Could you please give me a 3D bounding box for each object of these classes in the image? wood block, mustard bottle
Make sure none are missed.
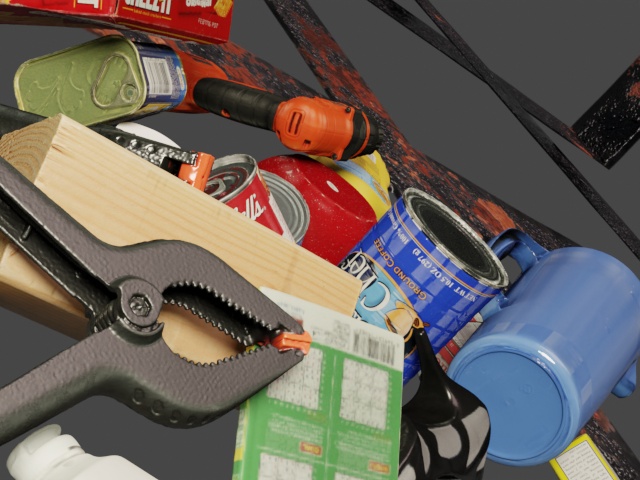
[{"bbox_3d":[-0.089,0.022,0.599,0.205,0.091,0.090,30,-20,-31],"label":"wood block"},{"bbox_3d":[0.029,-0.053,1.089,0.096,0.058,0.191,40,19,-15],"label":"mustard bottle"}]

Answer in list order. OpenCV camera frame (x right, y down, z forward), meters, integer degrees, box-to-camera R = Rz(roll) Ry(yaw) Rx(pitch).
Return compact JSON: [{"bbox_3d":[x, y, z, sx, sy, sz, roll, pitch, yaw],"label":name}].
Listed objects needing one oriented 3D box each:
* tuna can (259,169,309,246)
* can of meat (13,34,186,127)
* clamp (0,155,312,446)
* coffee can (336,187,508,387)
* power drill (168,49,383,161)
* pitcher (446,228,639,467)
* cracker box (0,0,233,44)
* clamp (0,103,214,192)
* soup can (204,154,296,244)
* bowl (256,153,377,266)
[{"bbox_3d":[-0.053,-0.014,0.825,0.086,0.034,0.086,9,47,-10],"label":"tuna can"},{"bbox_3d":[-0.159,-0.113,0.792,0.083,0.102,0.057,-23,99,-72],"label":"can of meat"},{"bbox_3d":[-0.097,0.027,0.495,0.209,0.036,0.164,7,61,-38],"label":"clamp"},{"bbox_3d":[0.055,0.046,0.801,0.102,0.140,0.103,37,20,-16],"label":"coffee can"},{"bbox_3d":[-0.045,-0.121,0.978,0.188,0.057,0.184,18,7,21],"label":"power drill"},{"bbox_3d":[0.185,0.087,0.902,0.149,0.145,0.242,14,18,23],"label":"pitcher"},{"bbox_3d":[-0.193,-0.191,0.784,0.214,0.072,0.164,10,8,22],"label":"cracker box"},{"bbox_3d":[-0.129,-0.051,0.662,0.172,0.039,0.120,18,4,27],"label":"clamp"},{"bbox_3d":[-0.055,0.001,0.741,0.068,0.068,0.102,-100,166,-61],"label":"soup can"},{"bbox_3d":[-0.003,-0.026,0.925,0.162,0.055,0.162,34,17,-13],"label":"bowl"}]
